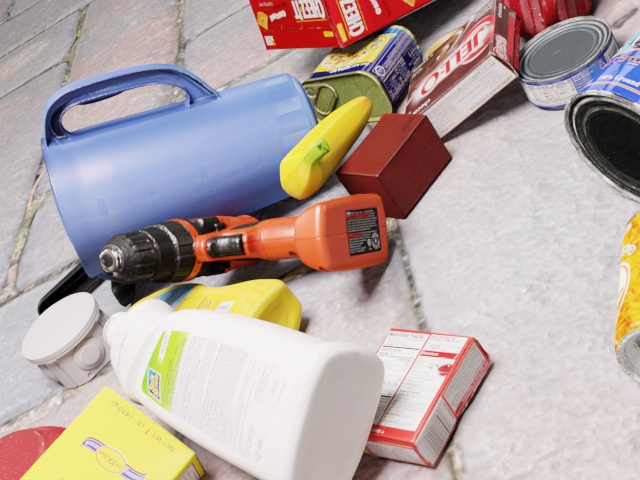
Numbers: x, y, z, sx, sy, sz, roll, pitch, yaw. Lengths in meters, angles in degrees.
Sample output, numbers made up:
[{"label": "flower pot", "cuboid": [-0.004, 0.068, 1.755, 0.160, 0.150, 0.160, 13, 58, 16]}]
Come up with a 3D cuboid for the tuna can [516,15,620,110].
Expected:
[{"label": "tuna can", "cuboid": [0.207, -0.148, 0.893, 0.086, 0.033, 0.086, -25, 32, 17]}]

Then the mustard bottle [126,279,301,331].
[{"label": "mustard bottle", "cuboid": [-0.109, 0.078, 0.868, 0.192, 0.058, 0.096, -3, 49, 42]}]

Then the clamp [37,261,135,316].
[{"label": "clamp", "cuboid": [-0.216, 0.016, 1.078, 0.120, 0.039, 0.171, -12, 35, 22]}]

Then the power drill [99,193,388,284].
[{"label": "power drill", "cuboid": [-0.056, 0.001, 0.848, 0.188, 0.057, 0.184, -4, 5, 34]}]

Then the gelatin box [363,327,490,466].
[{"label": "gelatin box", "cuboid": [0.060, 0.101, 0.700, 0.073, 0.030, 0.089, 0, 46, 46]}]

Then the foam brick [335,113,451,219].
[{"label": "foam brick", "cuboid": [0.063, -0.063, 0.901, 0.053, 0.051, 0.078, 10, 53, 49]}]

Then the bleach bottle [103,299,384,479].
[{"label": "bleach bottle", "cuboid": [-0.072, 0.088, 0.737, 0.251, 0.068, 0.102, 18, 91, 47]}]

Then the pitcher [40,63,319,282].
[{"label": "pitcher", "cuboid": [-0.124, -0.075, 0.964, 0.242, 0.149, 0.145, -20, 71, -7]}]

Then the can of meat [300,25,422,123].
[{"label": "can of meat", "cuboid": [0.041, -0.163, 1.054, 0.102, 0.057, 0.083, -2, 42, 42]}]

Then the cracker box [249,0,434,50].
[{"label": "cracker box", "cuboid": [0.054, -0.272, 1.113, 0.213, 0.072, 0.164, -30, 21, -23]}]

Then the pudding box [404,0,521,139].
[{"label": "pudding box", "cuboid": [0.124, -0.146, 0.933, 0.114, 0.039, 0.090, -42, 23, 38]}]

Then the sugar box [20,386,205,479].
[{"label": "sugar box", "cuboid": [-0.173, 0.198, 0.745, 0.093, 0.048, 0.176, 31, 64, 23]}]

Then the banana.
[{"label": "banana", "cuboid": [0.004, -0.073, 0.875, 0.070, 0.037, 0.197, -35, 9, 20]}]

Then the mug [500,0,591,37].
[{"label": "mug", "cuboid": [0.197, -0.230, 0.951, 0.093, 0.081, 0.117, -14, 29, 9]}]
